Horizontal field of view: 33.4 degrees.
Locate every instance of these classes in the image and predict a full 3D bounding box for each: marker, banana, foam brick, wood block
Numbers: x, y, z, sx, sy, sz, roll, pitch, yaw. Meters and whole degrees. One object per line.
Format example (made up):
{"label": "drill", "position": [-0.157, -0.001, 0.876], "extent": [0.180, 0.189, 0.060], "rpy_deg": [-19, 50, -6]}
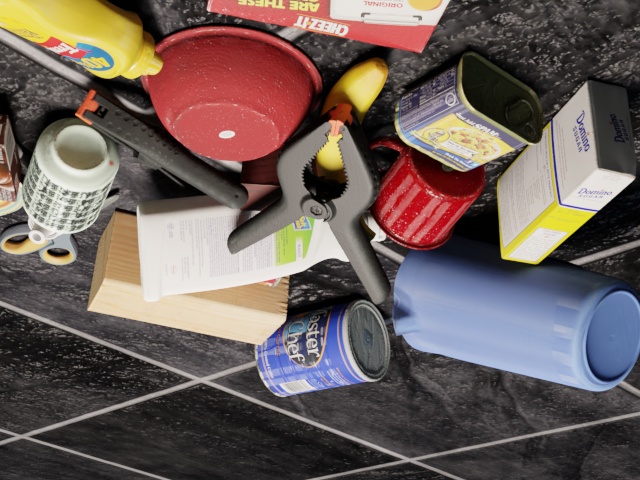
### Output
{"label": "marker", "position": [-0.311, -0.099, 1.029], "extent": [0.020, 0.020, 0.121], "rpy_deg": [-6, 151, 17]}
{"label": "banana", "position": [0.027, -0.088, 0.960], "extent": [0.070, 0.037, 0.198], "rpy_deg": [19, 137, 20]}
{"label": "foam brick", "position": [-0.039, -0.061, 1.035], "extent": [0.078, 0.051, 0.053], "rpy_deg": [5, 151, -2]}
{"label": "wood block", "position": [-0.146, 0.044, 1.205], "extent": [0.205, 0.091, 0.090], "rpy_deg": [14, 150, -18]}

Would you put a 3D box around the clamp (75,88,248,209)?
{"label": "clamp", "position": [-0.154, -0.084, 0.999], "extent": [0.171, 0.039, 0.120], "rpy_deg": [35, 167, -24]}

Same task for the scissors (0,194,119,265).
{"label": "scissors", "position": [-0.274, -0.009, 1.200], "extent": [0.202, 0.016, 0.096], "rpy_deg": [-13, 149, 29]}

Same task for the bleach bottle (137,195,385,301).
{"label": "bleach bottle", "position": [-0.057, 0.001, 1.086], "extent": [0.250, 0.102, 0.068], "rpy_deg": [-4, -163, -11]}

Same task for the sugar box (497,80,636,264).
{"label": "sugar box", "position": [0.219, -0.057, 0.967], "extent": [0.048, 0.093, 0.176], "rpy_deg": [10, 152, -17]}

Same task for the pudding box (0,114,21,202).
{"label": "pudding box", "position": [-0.333, -0.080, 1.001], "extent": [0.090, 0.039, 0.114], "rpy_deg": [6, 152, -6]}

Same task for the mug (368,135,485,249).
{"label": "mug", "position": [0.092, -0.058, 0.999], "extent": [0.117, 0.093, 0.082], "rpy_deg": [35, 143, 0]}

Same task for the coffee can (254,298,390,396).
{"label": "coffee can", "position": [0.003, 0.137, 1.350], "extent": [0.141, 0.103, 0.102], "rpy_deg": [-15, 147, 31]}

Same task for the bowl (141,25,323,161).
{"label": "bowl", "position": [-0.080, -0.116, 0.932], "extent": [0.162, 0.055, 0.162], "rpy_deg": [3, 153, 1]}

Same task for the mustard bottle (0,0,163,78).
{"label": "mustard bottle", "position": [-0.195, -0.170, 0.819], "extent": [0.096, 0.058, 0.191], "rpy_deg": [12, 174, 41]}

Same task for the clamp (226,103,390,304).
{"label": "clamp", "position": [-0.008, -0.036, 0.967], "extent": [0.164, 0.036, 0.210], "rpy_deg": [13, 134, 10]}

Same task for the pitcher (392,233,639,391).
{"label": "pitcher", "position": [0.205, 0.067, 1.081], "extent": [0.144, 0.149, 0.243], "rpy_deg": [30, 170, -38]}

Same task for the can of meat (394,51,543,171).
{"label": "can of meat", "position": [0.127, -0.107, 0.923], "extent": [0.102, 0.057, 0.084], "rpy_deg": [24, 148, -33]}
